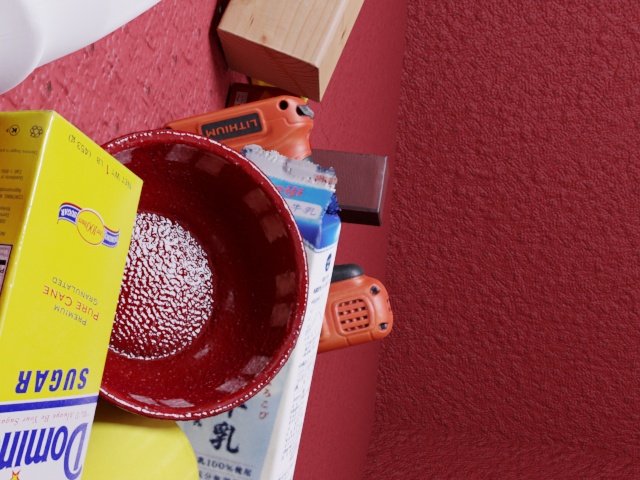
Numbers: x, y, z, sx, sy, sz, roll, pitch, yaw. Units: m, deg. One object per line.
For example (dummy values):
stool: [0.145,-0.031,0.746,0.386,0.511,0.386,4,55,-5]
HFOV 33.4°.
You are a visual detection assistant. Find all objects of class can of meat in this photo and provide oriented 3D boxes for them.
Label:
can of meat: [-0.110,0.042,0.680,0.102,0.057,0.084,77,24,-69]

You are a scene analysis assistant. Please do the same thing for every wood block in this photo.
wood block: [-0.002,-0.236,0.900,0.091,0.090,0.206,85,27,-79]

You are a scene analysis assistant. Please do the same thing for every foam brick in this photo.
foam brick: [0.018,-0.046,0.937,0.053,0.078,0.051,66,31,-76]

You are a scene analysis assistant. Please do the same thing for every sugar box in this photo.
sugar box: [-0.134,0.038,0.490,0.093,0.048,0.176,43,50,-65]

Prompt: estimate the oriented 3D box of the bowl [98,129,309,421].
bowl: [-0.089,0.021,0.604,0.055,0.161,0.162,-19,-122,59]

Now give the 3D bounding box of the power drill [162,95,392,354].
power drill: [-0.055,0.001,0.762,0.057,0.184,0.187,-33,110,-83]
